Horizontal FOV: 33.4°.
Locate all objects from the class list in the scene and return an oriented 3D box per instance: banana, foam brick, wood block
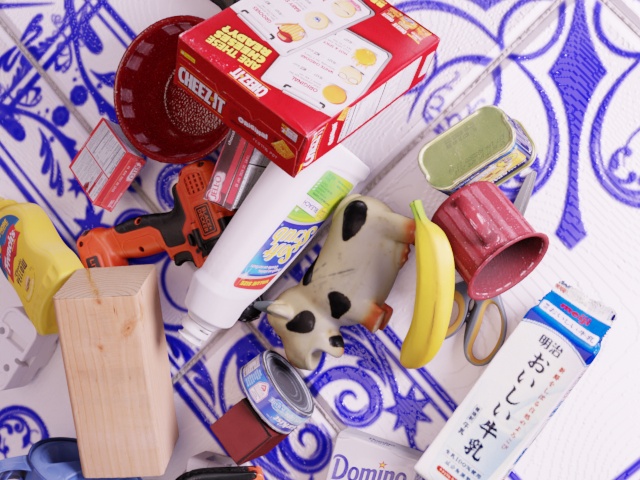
[{"bbox_3d":[0.104,0.060,1.034,0.037,0.069,0.198,-3,122,-10],"label":"banana"},{"bbox_3d":[-0.070,0.197,1.130,0.053,0.078,0.051,-42,76,13],"label":"foam brick"},{"bbox_3d":[-0.214,0.139,1.135,0.090,0.090,0.206,-3,108,7],"label":"wood block"}]

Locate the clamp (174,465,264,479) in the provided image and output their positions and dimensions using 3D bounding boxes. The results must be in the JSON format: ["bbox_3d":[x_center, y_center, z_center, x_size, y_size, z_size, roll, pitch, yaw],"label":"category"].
[{"bbox_3d":[-0.153,0.294,1.107,0.210,0.036,0.164,-41,101,0],"label":"clamp"}]

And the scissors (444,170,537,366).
[{"bbox_3d":[0.158,0.025,1.080,0.096,0.016,0.202,7,89,23],"label":"scissors"}]

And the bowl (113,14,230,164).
[{"bbox_3d":[-0.145,-0.162,1.173,0.162,0.055,0.162,0,89,20],"label":"bowl"}]

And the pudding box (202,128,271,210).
[{"bbox_3d":[-0.073,-0.077,1.115,0.039,0.113,0.090,25,98,16],"label":"pudding box"}]

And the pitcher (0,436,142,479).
[{"bbox_3d":[-0.308,0.349,1.185,0.149,0.144,0.243,27,101,15],"label":"pitcher"}]

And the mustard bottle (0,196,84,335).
[{"bbox_3d":[-0.334,0.013,1.224,0.192,0.058,0.096,48,129,34],"label":"mustard bottle"}]

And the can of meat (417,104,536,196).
[{"bbox_3d":[0.152,-0.084,1.045,0.102,0.083,0.057,-34,72,17],"label":"can of meat"}]

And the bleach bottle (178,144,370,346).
[{"bbox_3d":[-0.057,0.001,1.095,0.068,0.102,0.251,38,94,30],"label":"bleach bottle"}]

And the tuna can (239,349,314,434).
[{"bbox_3d":[-0.045,0.157,1.117,0.034,0.086,0.086,-38,77,14],"label":"tuna can"}]

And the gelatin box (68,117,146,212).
[{"bbox_3d":[-0.240,-0.086,1.204,0.073,0.030,0.089,-54,45,12],"label":"gelatin box"}]

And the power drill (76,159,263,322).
[{"bbox_3d":[-0.165,0.024,1.180,0.188,0.057,0.184,-21,84,17],"label":"power drill"}]

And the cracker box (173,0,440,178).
[{"bbox_3d":[-0.012,-0.177,1.051,0.164,0.213,0.072,39,144,16],"label":"cracker box"}]

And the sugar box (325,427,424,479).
[{"bbox_3d":[0.042,0.292,1.104,0.093,0.048,0.176,15,96,20],"label":"sugar box"}]

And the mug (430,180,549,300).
[{"bbox_3d":[0.154,-0.007,1.016,0.093,0.117,0.081,-39,60,7],"label":"mug"}]
